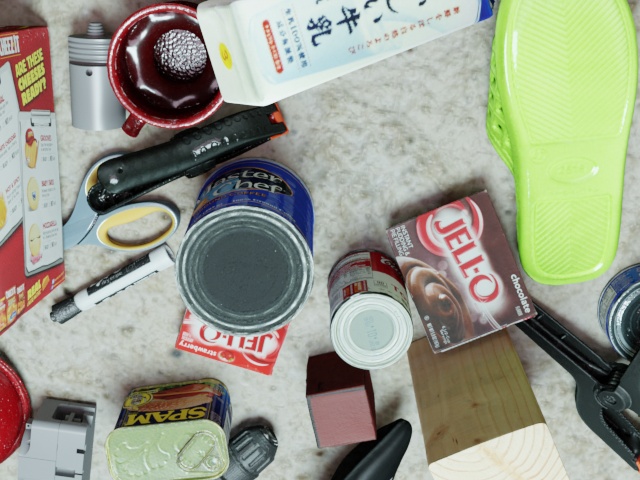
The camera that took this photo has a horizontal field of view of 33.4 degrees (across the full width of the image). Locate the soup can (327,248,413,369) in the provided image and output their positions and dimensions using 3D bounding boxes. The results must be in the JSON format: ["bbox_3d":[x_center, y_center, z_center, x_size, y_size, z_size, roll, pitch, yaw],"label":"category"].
[{"bbox_3d":[0.039,0.055,0.877,0.068,0.102,0.068,0,109,0],"label":"soup can"}]

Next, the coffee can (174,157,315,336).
[{"bbox_3d":[-0.055,0.001,0.838,0.103,0.140,0.103,0,109,0],"label":"coffee can"}]

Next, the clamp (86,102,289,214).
[{"bbox_3d":[-0.104,-0.067,0.826,0.171,0.120,0.039,-27,96,-9],"label":"clamp"}]

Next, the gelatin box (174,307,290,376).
[{"bbox_3d":[-0.072,0.070,0.920,0.089,0.030,0.073,18,108,-6],"label":"gelatin box"}]

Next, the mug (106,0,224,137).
[{"bbox_3d":[-0.117,-0.130,0.825,0.093,0.081,0.117,30,106,-10],"label":"mug"}]

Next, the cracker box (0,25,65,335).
[{"bbox_3d":[-0.256,-0.048,0.801,0.072,0.164,0.214,0,105,6],"label":"cracker box"}]

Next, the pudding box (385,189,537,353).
[{"bbox_3d":[0.116,0.026,0.880,0.090,0.039,0.113,-22,84,8],"label":"pudding box"}]

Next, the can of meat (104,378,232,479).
[{"bbox_3d":[-0.128,0.164,0.925,0.102,0.084,0.057,-6,109,2],"label":"can of meat"}]

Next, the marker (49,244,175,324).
[{"bbox_3d":[-0.180,0.039,0.916,0.121,0.020,0.020,-28,107,9],"label":"marker"}]

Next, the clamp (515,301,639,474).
[{"bbox_3d":[0.257,0.119,0.898,0.165,0.036,0.210,-6,124,48],"label":"clamp"}]

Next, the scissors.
[{"bbox_3d":[-0.220,-0.019,0.898,0.202,0.016,0.096,-8,107,3],"label":"scissors"}]

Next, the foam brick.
[{"bbox_3d":[0.018,0.134,0.918,0.053,0.078,0.051,-11,109,6],"label":"foam brick"}]

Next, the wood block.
[{"bbox_3d":[0.133,0.146,0.853,0.090,0.206,0.091,-23,107,7],"label":"wood block"}]
